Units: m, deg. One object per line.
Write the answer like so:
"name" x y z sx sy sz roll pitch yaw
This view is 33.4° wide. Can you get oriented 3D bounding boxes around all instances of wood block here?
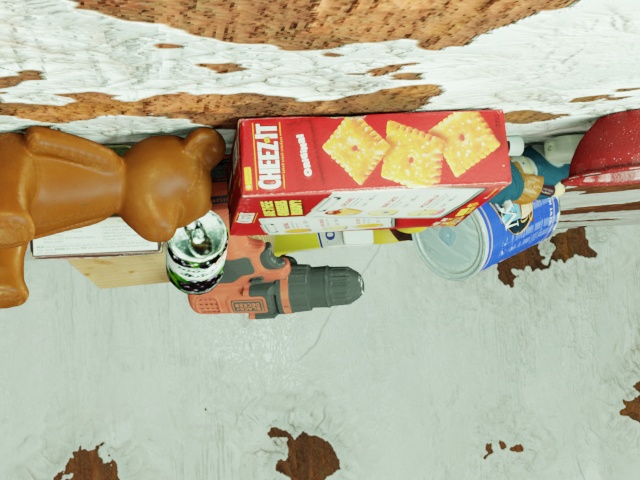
"wood block" -0.161 -0.011 1.172 0.206 0.091 0.090 -7 154 13

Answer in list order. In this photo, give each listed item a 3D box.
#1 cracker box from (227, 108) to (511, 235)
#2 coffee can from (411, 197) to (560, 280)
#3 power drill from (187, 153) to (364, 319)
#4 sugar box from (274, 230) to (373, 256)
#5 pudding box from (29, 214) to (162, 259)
"cracker box" 0.032 -0.055 0.898 0.213 0.072 0.164 -2 170 -8
"coffee can" 0.184 -0.025 1.184 0.140 0.103 0.103 -22 -170 -40
"power drill" -0.057 0.001 1.053 0.184 0.187 0.057 -5 -140 9
"sugar box" -0.015 -0.034 1.195 0.048 0.093 0.177 -2 176 -35
"pudding box" -0.197 -0.003 0.949 0.113 0.039 0.090 -5 -179 -7
